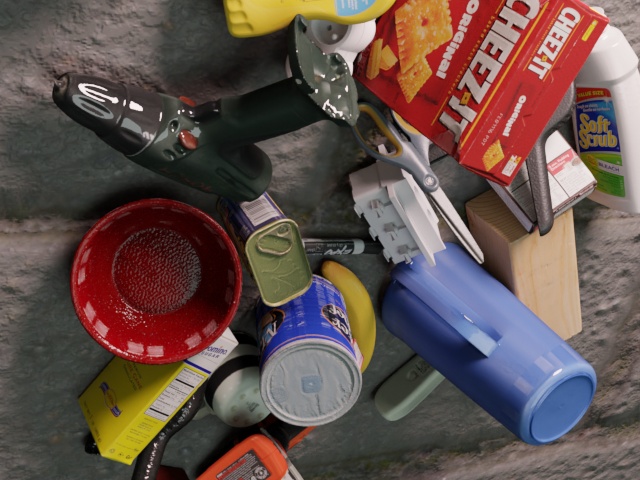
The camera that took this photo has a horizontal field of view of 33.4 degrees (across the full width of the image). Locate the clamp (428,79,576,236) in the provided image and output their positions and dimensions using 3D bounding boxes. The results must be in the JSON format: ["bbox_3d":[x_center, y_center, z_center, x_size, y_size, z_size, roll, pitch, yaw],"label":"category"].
[{"bbox_3d":[0.215,-0.119,1.123,0.210,0.164,0.036,-57,172,4],"label":"clamp"}]

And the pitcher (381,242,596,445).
[{"bbox_3d":[0.181,0.112,1.186,0.149,0.243,0.145,-15,128,-29],"label":"pitcher"}]

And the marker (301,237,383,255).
[{"bbox_3d":[0.017,0.007,1.164,0.120,0.020,0.020,-1,123,-31],"label":"marker"}]

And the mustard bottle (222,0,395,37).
[{"bbox_3d":[0.011,-0.230,0.905,0.191,0.058,0.096,-6,105,1],"label":"mustard bottle"}]

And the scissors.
[{"bbox_3d":[0.115,-0.077,1.077,0.096,0.202,0.016,-48,180,-18],"label":"scissors"}]

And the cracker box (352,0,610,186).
[{"bbox_3d":[0.131,-0.172,0.957,0.072,0.214,0.164,18,109,-34],"label":"cracker box"}]

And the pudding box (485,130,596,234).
[{"bbox_3d":[0.233,-0.078,1.168,0.090,0.113,0.039,-34,163,-3],"label":"pudding box"}]

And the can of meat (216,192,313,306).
[{"bbox_3d":[-0.057,0.001,1.070,0.057,0.084,0.102,-27,133,-11],"label":"can of meat"}]

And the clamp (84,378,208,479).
[{"bbox_3d":[-0.172,0.196,1.129,0.171,0.120,0.039,-49,139,4],"label":"clamp"}]

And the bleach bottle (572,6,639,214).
[{"bbox_3d":[0.318,-0.148,1.188,0.068,0.103,0.250,-39,129,-17],"label":"bleach bottle"}]

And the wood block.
[{"bbox_3d":[0.245,0.034,1.273,0.090,0.091,0.206,-28,133,-12],"label":"wood block"}]

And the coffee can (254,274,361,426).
[{"bbox_3d":[-0.016,0.112,1.120,0.102,0.140,0.103,-2,117,-5],"label":"coffee can"}]

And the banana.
[{"bbox_3d":[0.032,0.100,1.231,0.069,0.037,0.198,-15,129,-22],"label":"banana"}]

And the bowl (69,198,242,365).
[{"bbox_3d":[-0.158,0.036,1.030,0.162,0.055,0.162,-1,101,-8],"label":"bowl"}]

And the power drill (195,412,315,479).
[{"bbox_3d":[-0.084,0.248,1.194,0.184,0.057,0.187,-40,179,10],"label":"power drill"}]

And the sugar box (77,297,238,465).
[{"bbox_3d":[-0.170,0.135,1.098,0.048,0.093,0.176,30,104,-42],"label":"sugar box"}]
